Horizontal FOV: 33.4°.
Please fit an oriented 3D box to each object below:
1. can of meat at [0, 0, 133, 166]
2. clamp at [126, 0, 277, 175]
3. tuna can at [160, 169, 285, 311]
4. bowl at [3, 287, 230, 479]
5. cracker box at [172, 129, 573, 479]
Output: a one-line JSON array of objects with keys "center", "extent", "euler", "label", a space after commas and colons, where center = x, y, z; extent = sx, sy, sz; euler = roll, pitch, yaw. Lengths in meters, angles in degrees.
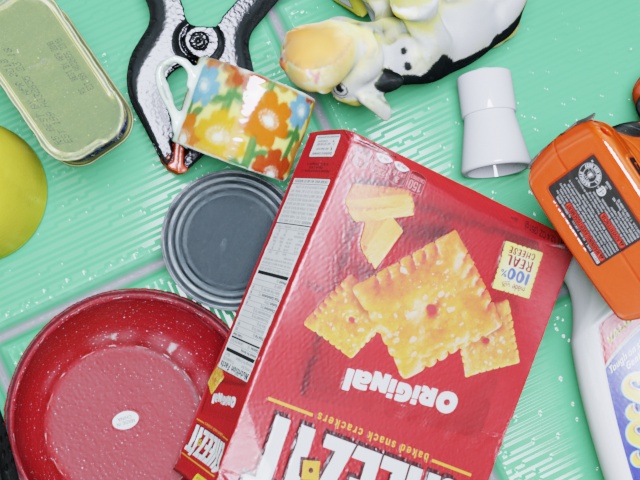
[{"center": [-0.156, -0.094, 0.629], "extent": [0.057, 0.084, 0.102], "euler": [-34, 99, -5], "label": "can of meat"}, {"center": [-0.085, -0.130, 0.665], "extent": [0.120, 0.039, 0.171], "euler": [18, 85, -3], "label": "clamp"}, {"center": [-0.054, 0.001, 0.660], "extent": [0.086, 0.034, 0.086], "euler": [0, 86, -2], "label": "tuna can"}, {"center": [-0.114, 0.108, 0.638], "extent": [0.162, 0.055, 0.162], "euler": [0, 85, -3], "label": "bowl"}, {"center": [0.035, 0.065, 0.615], "extent": [0.164, 0.072, 0.213], "euler": [24, 83, -22], "label": "cracker box"}]
